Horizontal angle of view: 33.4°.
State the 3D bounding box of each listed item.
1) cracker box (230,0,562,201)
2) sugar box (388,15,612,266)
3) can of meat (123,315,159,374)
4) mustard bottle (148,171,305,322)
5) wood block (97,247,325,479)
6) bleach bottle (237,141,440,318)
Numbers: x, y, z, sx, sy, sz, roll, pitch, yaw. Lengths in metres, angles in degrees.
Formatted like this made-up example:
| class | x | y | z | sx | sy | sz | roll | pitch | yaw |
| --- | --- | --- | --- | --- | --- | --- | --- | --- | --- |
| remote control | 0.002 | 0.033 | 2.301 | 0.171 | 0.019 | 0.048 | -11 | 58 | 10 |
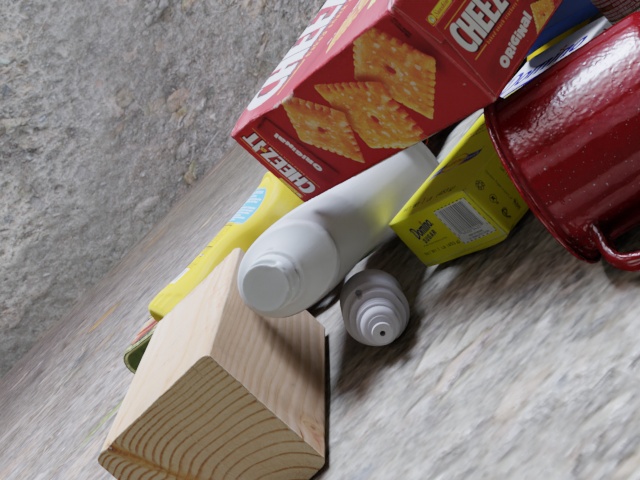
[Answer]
| class | x | y | z | sx | sy | sz | roll | pitch | yaw |
| --- | --- | --- | --- | --- | --- | --- | --- | --- | --- |
| cracker box | 0.051 | -0.121 | 0.575 | 0.164 | 0.072 | 0.214 | -55 | 14 | -22 |
| sugar box | 0.126 | -0.065 | 0.681 | 0.176 | 0.048 | 0.093 | -51 | 12 | -26 |
| can of meat | -0.143 | 0.090 | 1.074 | 0.102 | 0.057 | 0.083 | -37 | 16 | 39 |
| mustard bottle | -0.055 | 0.001 | 0.861 | 0.191 | 0.058 | 0.096 | -50 | 6 | -13 |
| wood block | -0.058 | 0.090 | 0.664 | 0.090 | 0.091 | 0.206 | -43 | 11 | 11 |
| bleach bottle | 0.011 | -0.008 | 0.707 | 0.103 | 0.068 | 0.250 | -41 | -1 | 22 |
